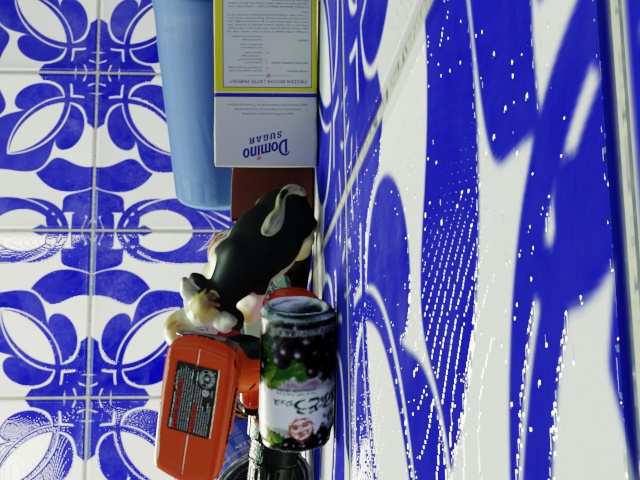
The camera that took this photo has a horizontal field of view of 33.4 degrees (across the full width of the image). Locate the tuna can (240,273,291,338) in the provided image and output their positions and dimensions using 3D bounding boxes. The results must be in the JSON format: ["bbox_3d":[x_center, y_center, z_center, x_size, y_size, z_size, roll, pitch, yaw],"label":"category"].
[{"bbox_3d":[-0.051,0.069,1.000,0.086,0.033,0.086,179,90,-74],"label":"tuna can"}]

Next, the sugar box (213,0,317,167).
[{"bbox_3d":[-0.049,-0.154,0.949,0.048,0.093,0.176,-113,24,-80],"label":"sugar box"}]

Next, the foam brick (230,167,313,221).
[{"bbox_3d":[-0.046,-0.046,1.010,0.053,0.078,0.051,-123,32,-82],"label":"foam brick"}]

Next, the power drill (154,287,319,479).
[{"bbox_3d":[-0.060,0.133,0.841,0.187,0.057,0.184,-5,-77,-69],"label":"power drill"}]

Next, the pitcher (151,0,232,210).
[{"bbox_3d":[-0.108,-0.158,1.175,0.149,0.145,0.243,-67,-23,-69],"label":"pitcher"}]
